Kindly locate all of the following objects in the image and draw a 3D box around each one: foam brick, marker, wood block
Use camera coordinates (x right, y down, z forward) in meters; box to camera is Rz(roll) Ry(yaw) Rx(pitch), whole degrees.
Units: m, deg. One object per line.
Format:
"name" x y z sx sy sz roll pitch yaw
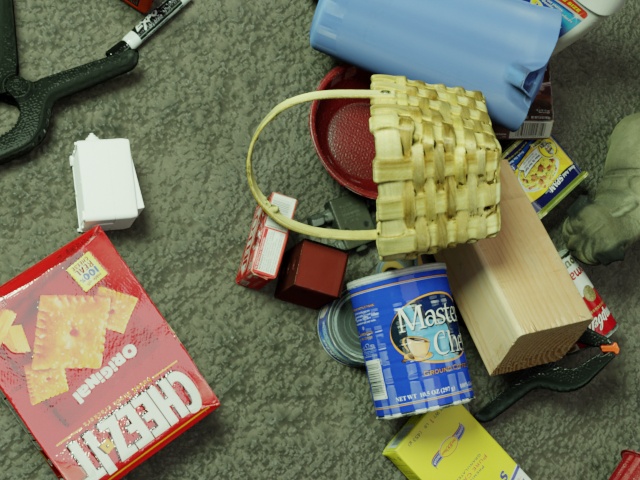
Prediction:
"foam brick" -0.010 0.035 1.106 0.051 0.078 0.053 16 73 -14
"marker" -0.183 -0.227 1.134 0.020 0.020 0.121 45 70 -5
"wood block" 0.188 0.026 1.123 0.090 0.090 0.206 -10 59 -21

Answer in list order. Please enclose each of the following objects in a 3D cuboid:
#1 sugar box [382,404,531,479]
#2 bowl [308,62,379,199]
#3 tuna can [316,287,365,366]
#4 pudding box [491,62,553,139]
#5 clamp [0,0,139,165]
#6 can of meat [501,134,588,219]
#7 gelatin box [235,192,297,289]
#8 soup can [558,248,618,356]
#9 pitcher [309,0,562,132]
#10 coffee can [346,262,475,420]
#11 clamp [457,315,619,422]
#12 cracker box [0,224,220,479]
"sugar box" 0.158 0.253 1.133 0.176 0.048 0.093 46 70 -3
"bowl" 0.057 -0.117 1.169 0.162 0.055 0.162 4 78 -17
"tuna can" 0.042 0.090 1.134 0.086 0.034 0.086 3 78 -17
"pudding box" 0.202 -0.158 1.201 0.113 0.039 0.090 2 57 3
"clamp" -0.308 -0.159 1.070 0.164 0.036 0.210 37 75 2
"can of meat" 0.240 -0.075 1.219 0.102 0.057 0.084 -40 91 -21
"gelatin box" -0.057 0.001 1.100 0.030 0.073 0.089 19 75 -13
"soup can" 0.278 0.069 1.196 0.068 0.069 0.102 -32 90 -21
"pitcher" 0.118 -0.216 1.119 0.243 0.149 0.145 20 66 0
"coffee can" 0.091 0.101 1.073 0.102 0.103 0.140 -10 83 -19
"clamp" 0.232 0.119 1.158 0.171 0.039 0.120 -18 85 8
"cracker box" -0.224 0.118 1.024 0.164 0.072 0.213 -35 92 -20
